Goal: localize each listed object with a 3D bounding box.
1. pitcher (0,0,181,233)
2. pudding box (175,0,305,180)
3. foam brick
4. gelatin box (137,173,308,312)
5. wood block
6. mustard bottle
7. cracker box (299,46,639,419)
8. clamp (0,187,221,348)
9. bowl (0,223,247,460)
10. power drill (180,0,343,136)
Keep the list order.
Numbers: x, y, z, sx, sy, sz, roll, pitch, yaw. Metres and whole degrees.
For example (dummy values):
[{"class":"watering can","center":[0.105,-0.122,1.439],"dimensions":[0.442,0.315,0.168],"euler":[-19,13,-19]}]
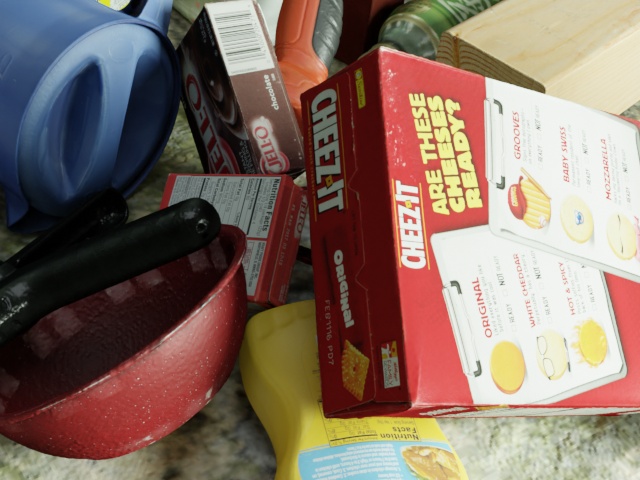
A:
[{"class":"pitcher","center":[-0.211,-0.130,0.682],"dimensions":[0.243,0.145,0.149],"euler":[31,48,25]},{"class":"pudding box","center":[-0.053,-0.080,0.660],"dimensions":[0.039,0.090,0.113],"euler":[-13,82,-25]},{"class":"foam brick","center":[0.031,-0.184,0.833],"dimensions":[0.051,0.078,0.052],"euler":[31,46,23]},{"class":"gelatin box","center":[-0.054,0.001,0.603],"dimensions":[0.089,0.030,0.073],"euler":[3,73,33]},{"class":"wood block","center":[0.177,-0.133,0.799],"dimensions":[0.090,0.091,0.205],"euler":[36,48,26]},{"class":"mustard bottle","center":[0.022,0.115,0.523],"dimensions":[0.096,0.058,0.192],"euler":[1,43,-19]},{"class":"cracker box","center":[0.094,0.008,0.547],"dimensions":[0.213,0.072,0.164],"euler":[7,72,-38]},{"class":"clamp","center":[-0.156,0.029,0.546],"dimensions":[0.209,0.036,0.165],"euler":[-35,18,-28]},{"class":"bowl","center":[-0.095,0.058,0.529],"dimensions":[0.162,0.055,0.162],"euler":[-27,19,10]},{"class":"power drill","center":[-0.040,-0.177,0.761],"dimensions":[0.184,0.057,0.187],"euler":[14,75,13]}]
